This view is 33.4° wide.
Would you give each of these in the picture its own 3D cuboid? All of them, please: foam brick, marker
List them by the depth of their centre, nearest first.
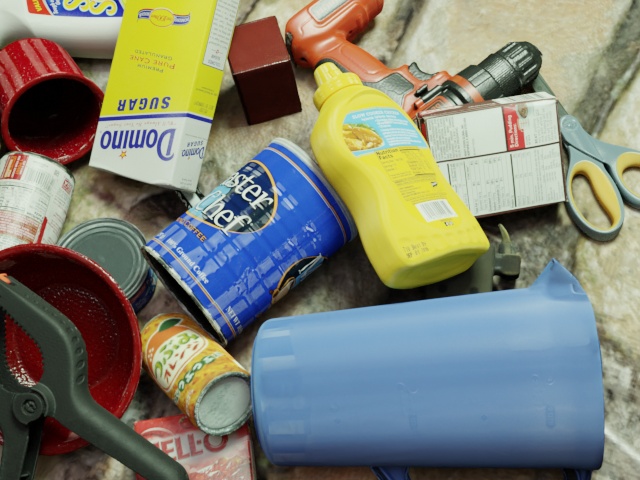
[{"bbox_3d":[-0.117,-0.046,0.921,0.020,0.020,0.121,-33,64,-11],"label":"marker"},{"bbox_3d":[-0.051,-0.148,0.933,0.051,0.078,0.053,-16,62,0],"label":"foam brick"}]

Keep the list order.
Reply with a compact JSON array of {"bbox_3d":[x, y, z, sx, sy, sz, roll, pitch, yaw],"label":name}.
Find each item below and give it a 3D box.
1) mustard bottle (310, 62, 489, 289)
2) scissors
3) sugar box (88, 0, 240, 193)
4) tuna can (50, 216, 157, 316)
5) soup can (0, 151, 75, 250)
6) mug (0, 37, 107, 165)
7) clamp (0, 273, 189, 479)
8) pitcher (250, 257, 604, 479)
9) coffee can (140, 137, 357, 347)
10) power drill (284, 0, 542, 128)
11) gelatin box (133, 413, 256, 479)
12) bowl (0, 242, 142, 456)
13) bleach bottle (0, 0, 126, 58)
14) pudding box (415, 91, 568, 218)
[{"bbox_3d":[0.045,-0.057,0.811,0.096,0.058,0.192,-11,63,-39],"label":"mustard bottle"},{"bbox_3d":[0.232,-0.092,0.908,0.096,0.016,0.202,-9,62,0],"label":"scissors"},{"bbox_3d":[-0.132,-0.136,0.899,0.093,0.048,0.176,15,92,29],"label":"sugar box"},{"bbox_3d":[-0.179,0.026,0.883,0.086,0.034,0.086,-3,63,5],"label":"tuna can"},{"bbox_3d":[-0.252,-0.015,0.893,0.068,0.068,0.102,8,64,10],"label":"soup can"},{"bbox_3d":[-0.248,-0.114,0.935,0.082,0.093,0.117,51,121,42],"label":"mug"},{"bbox_3d":[-0.210,0.127,0.781,0.165,0.036,0.210,-31,86,11],"label":"clamp"},{"bbox_3d":[0.079,0.113,0.767,0.243,0.145,0.149,-5,51,8],"label":"pitcher"},{"bbox_3d":[-0.056,0.001,0.843,0.140,0.103,0.103,-40,66,-14],"label":"coffee can"},{"bbox_3d":[0.073,-0.156,0.932,0.184,0.057,0.188,-37,65,-10],"label":"power drill"},{"bbox_3d":[-0.094,0.168,0.804,0.089,0.030,0.073,-9,62,2],"label":"gelatin box"},{"bbox_3d":[-0.207,0.081,0.826,0.162,0.055,0.162,1,94,9],"label":"bowl"},{"bbox_3d":[-0.222,-0.209,0.993,0.251,0.068,0.102,-3,62,7],"label":"bleach bottle"},{"bbox_3d":[0.138,-0.067,0.862,0.113,0.039,0.090,-9,104,-2],"label":"pudding box"}]
